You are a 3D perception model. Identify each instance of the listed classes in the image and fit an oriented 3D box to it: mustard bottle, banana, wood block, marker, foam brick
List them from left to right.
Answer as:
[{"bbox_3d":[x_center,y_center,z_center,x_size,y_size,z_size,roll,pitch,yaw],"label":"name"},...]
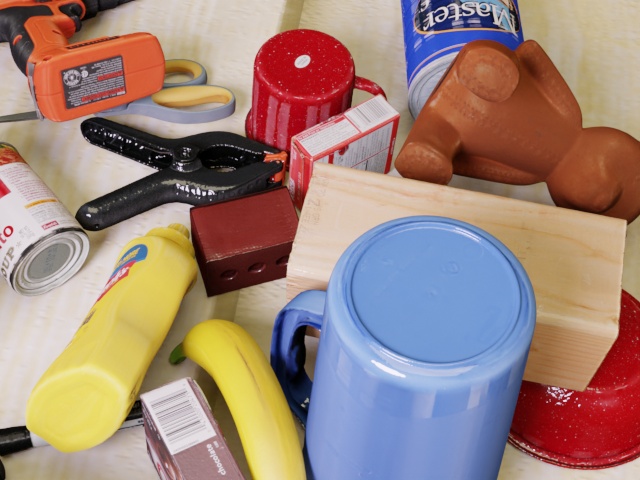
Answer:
[{"bbox_3d":[-0.165,0.127,0.731,0.121,0.020,0.020,-11,57,-11],"label":"marker"},{"bbox_3d":[-0.130,0.051,0.735,0.058,0.096,0.191,36,39,-11],"label":"mustard bottle"},{"bbox_3d":[-0.055,0.001,0.805,0.078,0.053,0.051,-14,58,-13],"label":"foam brick"},{"bbox_3d":[-0.047,0.109,0.694,0.037,0.070,0.198,-6,36,-27],"label":"banana"},{"bbox_3d":[0.087,0.025,0.712,0.206,0.091,0.090,11,59,5],"label":"wood block"}]

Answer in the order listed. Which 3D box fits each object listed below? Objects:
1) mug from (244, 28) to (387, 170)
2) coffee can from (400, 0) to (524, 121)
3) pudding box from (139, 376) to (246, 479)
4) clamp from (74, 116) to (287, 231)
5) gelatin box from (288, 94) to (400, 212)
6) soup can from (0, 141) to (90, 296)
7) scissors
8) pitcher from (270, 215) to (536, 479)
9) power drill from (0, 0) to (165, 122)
[{"bbox_3d":[-0.003,-0.115,0.870,0.117,0.081,0.093,9,56,1],"label":"mug"},{"bbox_3d":[0.121,-0.172,0.907,0.102,0.103,0.140,2,56,-4],"label":"coffee can"},{"bbox_3d":[-0.075,0.155,0.676,0.039,0.090,0.113,-20,59,-19],"label":"pudding box"},{"bbox_3d":[-0.113,-0.049,0.840,0.171,0.039,0.120,3,51,0],"label":"clamp"},{"bbox_3d":[0.017,-0.067,0.845,0.089,0.073,0.030,-29,62,-21],"label":"gelatin box"},{"bbox_3d":[-0.226,-0.016,0.793,0.068,0.068,0.102,-33,65,-24],"label":"soup can"},{"bbox_3d":[-0.171,-0.122,0.880,0.201,0.016,0.096,-1,39,-12],"label":"scissors"},{"bbox_3d":[0.045,0.090,0.638,0.149,0.243,0.145,-2,54,-3],"label":"pitcher"},{"bbox_3d":[-0.202,-0.175,0.886,0.184,0.057,0.188,-23,42,-23],"label":"power drill"}]
